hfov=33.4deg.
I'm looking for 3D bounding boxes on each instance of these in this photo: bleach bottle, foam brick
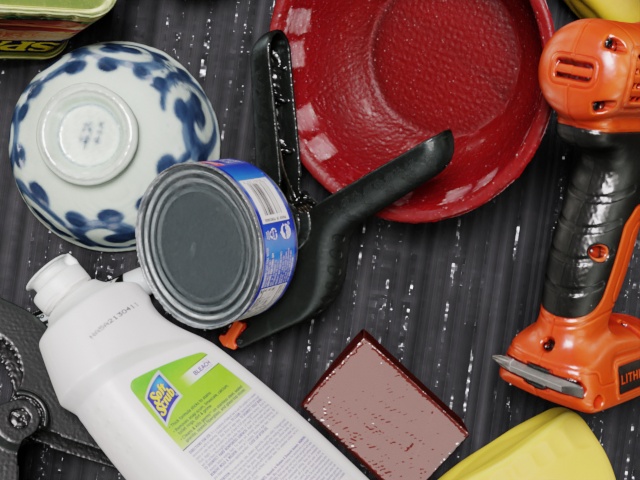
[{"bbox_3d":[-0.055,0.104,0.561,0.251,0.102,0.068,47,130,5],"label":"bleach bottle"},{"bbox_3d":[0.034,0.094,0.578,0.078,0.053,0.051,43,91,4],"label":"foam brick"}]

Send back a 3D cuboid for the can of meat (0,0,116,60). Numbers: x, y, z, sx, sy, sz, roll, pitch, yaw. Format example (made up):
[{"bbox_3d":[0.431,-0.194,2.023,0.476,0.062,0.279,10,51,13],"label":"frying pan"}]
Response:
[{"bbox_3d":[-0.166,-0.132,0.556,0.101,0.084,0.057,-5,88,-34],"label":"can of meat"}]

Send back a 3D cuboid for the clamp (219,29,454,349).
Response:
[{"bbox_3d":[-0.003,-0.012,0.561,0.120,0.039,0.171,27,114,27],"label":"clamp"}]

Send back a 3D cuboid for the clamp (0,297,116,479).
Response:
[{"bbox_3d":[-0.164,0.106,0.552,0.210,0.036,0.164,48,51,-1],"label":"clamp"}]

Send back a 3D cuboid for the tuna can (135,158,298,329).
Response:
[{"bbox_3d":[-0.054,0.001,0.551,0.086,0.033,0.086,7,102,35],"label":"tuna can"}]

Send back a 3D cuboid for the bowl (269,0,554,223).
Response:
[{"bbox_3d":[0.053,-0.093,0.560,0.162,0.055,0.162,9,109,28],"label":"bowl"}]
